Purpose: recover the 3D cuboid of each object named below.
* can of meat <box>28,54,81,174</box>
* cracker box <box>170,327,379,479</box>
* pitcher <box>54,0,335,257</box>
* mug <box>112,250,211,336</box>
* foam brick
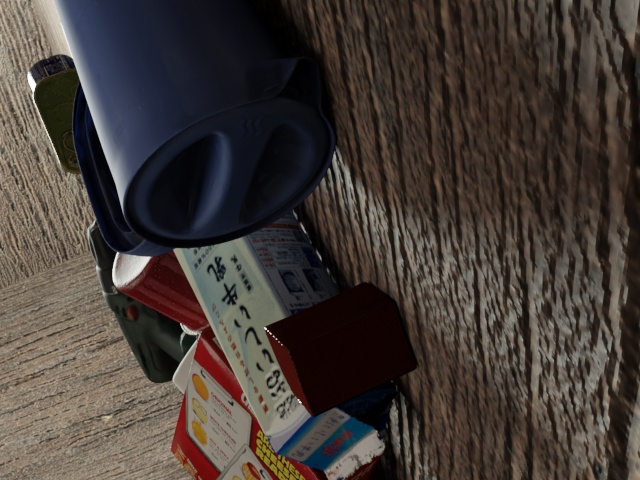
[{"bbox_3d":[-0.247,-0.127,1.054,0.084,0.057,0.102,-132,22,-60],"label":"can of meat"},{"bbox_3d":[-0.044,0.178,0.914,0.164,0.072,0.214,48,146,20],"label":"cracker box"},{"bbox_3d":[-0.104,-0.118,0.686,0.145,0.149,0.243,86,160,-59],"label":"pitcher"},{"bbox_3d":[-0.126,0.018,0.917,0.081,0.093,0.117,32,-170,-31],"label":"mug"},{"bbox_3d":[0.013,0.070,0.693,0.053,0.078,0.051,36,147,67],"label":"foam brick"}]
